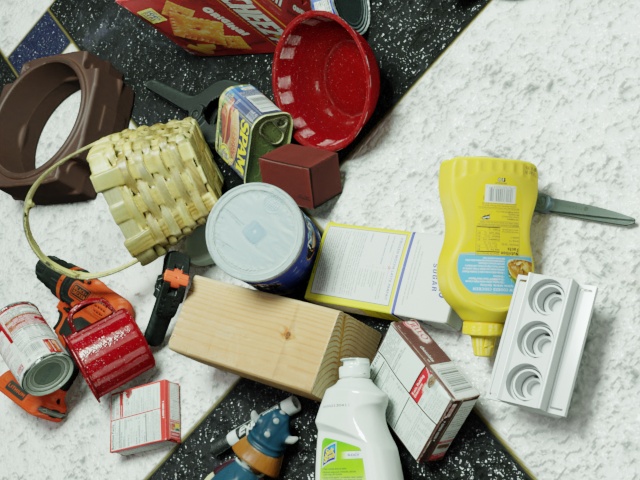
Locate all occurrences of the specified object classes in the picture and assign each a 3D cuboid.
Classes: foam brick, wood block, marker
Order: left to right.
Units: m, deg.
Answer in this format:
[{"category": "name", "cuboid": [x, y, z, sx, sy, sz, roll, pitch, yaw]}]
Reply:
[{"category": "marker", "cuboid": [-0.074, 0.206, 1.173, 0.121, 0.020, 0.020, -32, 56, 20]}, {"category": "wood block", "cuboid": [-0.053, 0.109, 1.154, 0.206, 0.090, 0.091, 12, 77, 38]}, {"category": "foam brick", "cuboid": [-0.023, -0.074, 1.223, 0.078, 0.051, 0.053, 16, 125, 37]}]

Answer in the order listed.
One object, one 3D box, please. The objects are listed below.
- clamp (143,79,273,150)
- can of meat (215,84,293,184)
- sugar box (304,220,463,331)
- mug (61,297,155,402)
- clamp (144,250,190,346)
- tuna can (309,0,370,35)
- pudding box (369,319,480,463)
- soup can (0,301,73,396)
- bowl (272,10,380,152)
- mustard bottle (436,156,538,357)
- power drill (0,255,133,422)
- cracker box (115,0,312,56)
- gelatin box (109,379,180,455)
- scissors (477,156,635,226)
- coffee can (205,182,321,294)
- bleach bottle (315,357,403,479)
[{"category": "clamp", "cuboid": [-0.155, -0.162, 1.373, 0.210, 0.036, 0.164, -18, 62, 26]}, {"category": "can of meat", "cuboid": [-0.082, -0.125, 1.273, 0.084, 0.057, 0.102, 46, 137, 41]}, {"category": "sugar box", "cuboid": [0.075, 0.036, 1.125, 0.176, 0.048, 0.093, 9, 77, 33]}, {"category": "mug", "cuboid": [-0.255, 0.123, 1.269, 0.081, 0.117, 0.093, -29, 8, -16]}, {"category": "clamp", "cuboid": [-0.175, 0.049, 1.248, 0.172, 0.039, 0.120, 132, 146, -63]}, {"category": "tuna can", "cuboid": [0.023, -0.282, 1.269, 0.034, 0.086, 0.086, -9, 66, 34]}, {"category": "pudding box", "cuboid": [0.094, 0.147, 1.049, 0.114, 0.039, 0.090, 52, 131, 39]}, {"category": "soup can", "cuboid": [-0.352, 0.131, 1.296, 0.068, 0.068, 0.102, -50, 55, 7]}, {"category": "bowl", "cuboid": [0.016, -0.184, 1.226, 0.162, 0.055, 0.162, 16, 112, 44]}, {"category": "mustard bottle", "cuboid": [0.161, 0.017, 1.038, 0.058, 0.096, 0.191, 174, 99, -70]}, {"category": "power drill", "cuboid": [-0.342, 0.123, 1.370, 0.185, 0.057, 0.187, 26, 87, 39]}, {"category": "cracker box", "cuboid": [-0.119, -0.292, 1.322, 0.214, 0.164, 0.072, 5, 75, 36]}, {"category": "gelatin box", "cuboid": [-0.207, 0.210, 1.258, 0.089, 0.030, 0.073, -18, 63, 28]}, {"category": "scissors", "cuboid": [0.209, -0.023, 1.075, 0.202, 0.016, 0.096, 34, 93, 39]}, {"category": "coffee can", "cuboid": [-0.058, 0.001, 1.150, 0.103, 0.140, 0.103, -1, 81, 8]}, {"category": "bleach bottle", "cuboid": [0.042, 0.239, 1.025, 0.103, 0.068, 0.251, -10, 74, 35]}]
